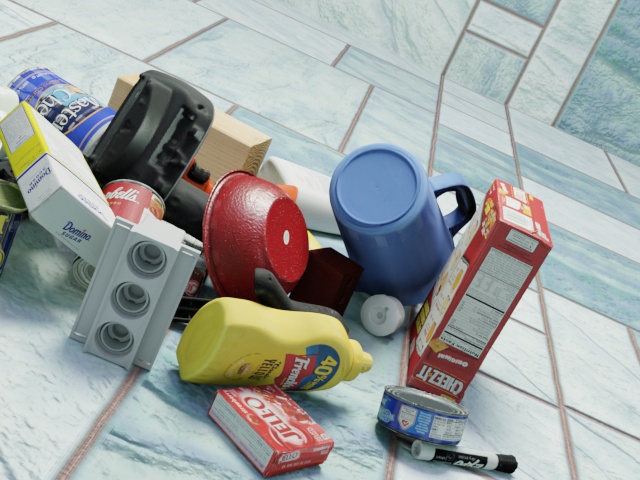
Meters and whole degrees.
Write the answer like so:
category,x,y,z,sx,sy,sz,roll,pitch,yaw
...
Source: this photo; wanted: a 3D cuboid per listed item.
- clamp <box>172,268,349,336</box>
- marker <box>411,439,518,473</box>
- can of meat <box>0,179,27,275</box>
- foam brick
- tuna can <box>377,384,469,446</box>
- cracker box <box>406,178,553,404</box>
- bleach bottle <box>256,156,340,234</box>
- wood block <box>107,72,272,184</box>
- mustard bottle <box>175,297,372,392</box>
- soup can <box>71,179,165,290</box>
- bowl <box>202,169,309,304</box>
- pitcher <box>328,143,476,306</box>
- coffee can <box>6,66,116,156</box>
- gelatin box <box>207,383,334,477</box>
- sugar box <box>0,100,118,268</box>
category,x,y,z,sx,sy,sz,roll,pitch,yaw
clamp,-0.040,0.074,1.049,0.209,0.036,0.165,19,-24,-35
marker,0.143,0.211,1.040,0.121,0.020,0.020,15,22,-26
can of meat,-0.326,-0.014,0.964,0.102,0.084,0.057,14,22,-28
foam brick,0.004,0.053,1.193,0.051,0.078,0.052,32,21,23
tuna can,0.099,0.170,1.036,0.086,0.034,0.086,16,3,-1
cracker box,0.175,0.055,1.189,0.072,0.214,0.164,26,20,-2
bleach bottle,0.031,-0.043,1.499,0.250,0.068,0.103,16,30,-34
wood block,-0.183,-0.141,1.449,0.206,0.091,0.090,28,19,9
mustard bottle,-0.031,0.104,0.995,0.191,0.096,0.058,12,44,-34
soup can,-0.199,-0.001,1.053,0.068,0.069,0.102,21,48,-10
bowl,-0.057,0.001,1.128,0.055,0.162,0.161,-7,4,29
pitcher,0.091,-0.024,1.237,0.145,0.149,0.242,14,-16,15
coffee can,-0.299,-0.129,1.264,0.140,0.103,0.102,32,21,19
gelatin box,-0.043,0.163,0.927,0.073,0.030,0.089,2,30,-48
sugar box,-0.247,-0.054,1.007,0.093,0.048,0.176,46,6,-40
